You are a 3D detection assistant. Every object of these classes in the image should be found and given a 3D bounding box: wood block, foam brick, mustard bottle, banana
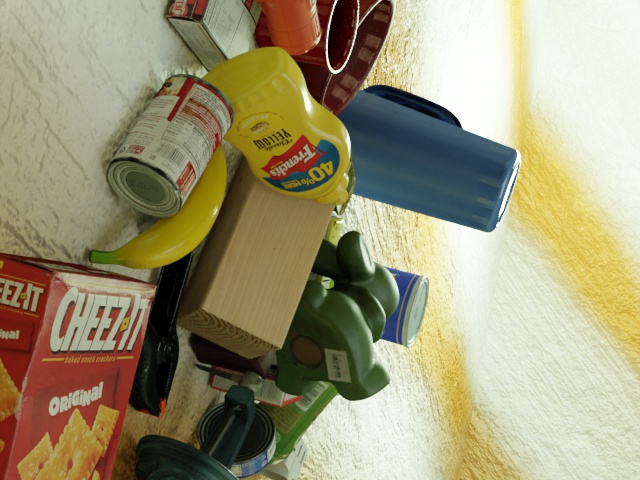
[{"bbox_3d":[-0.057,0.001,1.055,0.090,0.090,0.206,-26,-140,62],"label":"wood block"},{"bbox_3d":[-0.088,0.104,1.112,0.051,0.078,0.053,74,32,-58],"label":"foam brick"},{"bbox_3d":[-0.027,-0.090,0.975,0.191,0.096,0.058,46,30,-45],"label":"mustard bottle"},{"bbox_3d":[-0.119,-0.035,0.912,0.037,0.069,0.197,-54,-176,45],"label":"banana"}]

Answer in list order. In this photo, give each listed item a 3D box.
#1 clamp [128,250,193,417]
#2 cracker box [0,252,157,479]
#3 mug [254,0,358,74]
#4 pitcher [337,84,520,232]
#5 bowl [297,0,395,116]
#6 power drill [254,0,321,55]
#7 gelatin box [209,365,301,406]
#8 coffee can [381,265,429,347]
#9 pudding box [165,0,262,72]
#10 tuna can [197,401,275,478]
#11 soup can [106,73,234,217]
[{"bbox_3d":[-0.148,0.083,0.971,0.120,0.039,0.171,-51,157,-45],"label":"clamp"},{"bbox_3d":[-0.201,0.123,0.775,0.164,0.072,0.214,19,85,-74],"label":"cracker box"},{"bbox_3d":[-0.010,-0.230,1.084,0.093,0.082,0.117,83,27,-50],"label":"mug"},{"bbox_3d":[0.122,-0.105,1.330,0.145,0.243,0.149,-10,119,-75],"label":"pitcher"},{"bbox_3d":[0.021,-0.216,1.200,0.162,0.055,0.162,-56,168,-19],"label":"bowl"},{"bbox_3d":[-0.028,-0.289,0.955,0.184,0.057,0.187,78,18,-46],"label":"power drill"},{"bbox_3d":[-0.070,0.158,1.191,0.073,0.089,0.030,9,94,-73],"label":"gelatin box"},{"bbox_3d":[0.070,0.082,1.488,0.102,0.140,0.103,14,90,-73],"label":"coffee can"},{"bbox_3d":[-0.089,-0.207,0.930,0.113,0.039,0.090,48,58,-68],"label":"pudding box"},{"bbox_3d":[-0.092,0.219,1.176,0.086,0.086,0.034,-59,158,-43],"label":"tuna can"},{"bbox_3d":[-0.122,-0.078,0.874,0.068,0.068,0.102,82,28,-51],"label":"soup can"}]
